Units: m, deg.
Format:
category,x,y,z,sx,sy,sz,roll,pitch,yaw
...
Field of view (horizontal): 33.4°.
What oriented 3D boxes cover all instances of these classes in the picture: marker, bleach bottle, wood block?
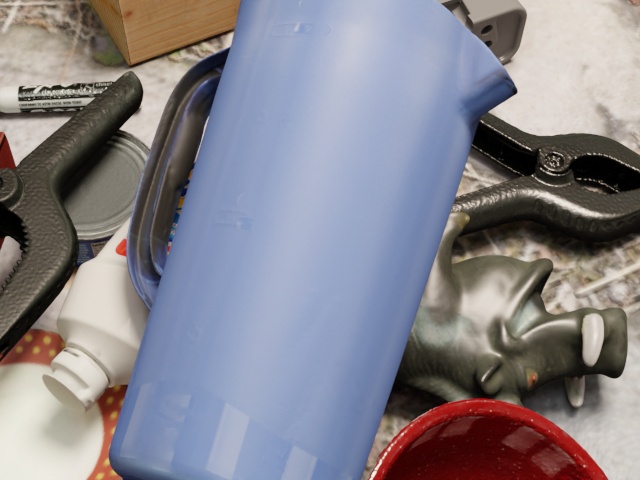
category,x,y,z,sx,sy,sz,roll,pitch,yaw
marker,-0.179,-0.094,0.703,0.121,0.020,0.020,-3,55,-3
bleach bottle,-0.054,0.001,0.603,0.103,0.068,0.250,26,56,22
wood block,-0.060,-0.213,0.745,0.205,0.090,0.091,-24,59,-16

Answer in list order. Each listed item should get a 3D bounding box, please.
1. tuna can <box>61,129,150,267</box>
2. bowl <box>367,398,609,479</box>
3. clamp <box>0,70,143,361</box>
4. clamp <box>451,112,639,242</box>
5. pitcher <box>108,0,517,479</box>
category,x,y,z,sx,sy,sz,roll,pitch,yaw
tuna can,-0.138,-0.026,0.648,0.086,0.034,0.086,0,55,-1
bowl,0.072,0.158,0.490,0.161,0.055,0.162,12,63,-26
clamp,-0.170,-0.025,0.586,0.164,0.036,0.210,-3,56,-17
clamp,0.132,-0.031,0.653,0.171,0.039,0.120,14,58,9
pitcher,-0.018,0.007,0.503,0.145,0.149,0.242,22,72,-13
